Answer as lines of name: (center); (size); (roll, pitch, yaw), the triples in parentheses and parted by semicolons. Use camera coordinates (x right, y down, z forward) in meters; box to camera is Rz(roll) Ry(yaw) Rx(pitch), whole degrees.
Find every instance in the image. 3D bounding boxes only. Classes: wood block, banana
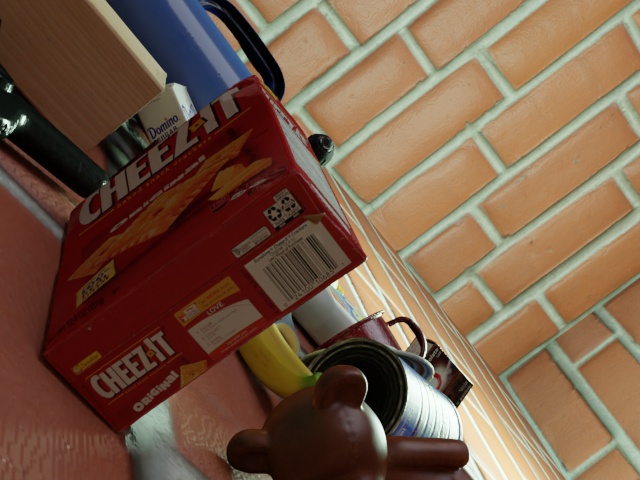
wood block: (-0.224, -0.179, 0.853); (0.206, 0.091, 0.090); (50, 6, -18)
banana: (-0.048, 0.068, 0.886); (0.037, 0.070, 0.198); (2, 39, -40)

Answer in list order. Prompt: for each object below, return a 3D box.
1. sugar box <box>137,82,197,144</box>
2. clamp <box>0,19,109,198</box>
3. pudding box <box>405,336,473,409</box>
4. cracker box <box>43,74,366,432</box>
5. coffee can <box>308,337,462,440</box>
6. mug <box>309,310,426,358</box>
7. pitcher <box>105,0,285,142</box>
sugar box: (-0.113, -0.056, 0.979); (0.093, 0.048, 0.176); (-82, 152, -83)
clamp: (-0.226, -0.109, 0.698); (0.164, 0.036, 0.210); (54, 7, 13)
pudding box: (0.108, 0.176, 1.182); (0.039, 0.113, 0.090); (18, -23, 49)
cracker box: (-0.075, -0.006, 0.636); (0.072, 0.164, 0.214); (52, 6, -23)
coffee can: (0.055, 0.157, 0.948); (0.103, 0.103, 0.140); (57, 8, 35)
mug: (0.058, 0.125, 1.115); (0.081, 0.117, 0.093); (58, -15, 10)
pitcher: (-0.148, -0.190, 1.078); (0.243, 0.145, 0.149); (57, 14, -15)
